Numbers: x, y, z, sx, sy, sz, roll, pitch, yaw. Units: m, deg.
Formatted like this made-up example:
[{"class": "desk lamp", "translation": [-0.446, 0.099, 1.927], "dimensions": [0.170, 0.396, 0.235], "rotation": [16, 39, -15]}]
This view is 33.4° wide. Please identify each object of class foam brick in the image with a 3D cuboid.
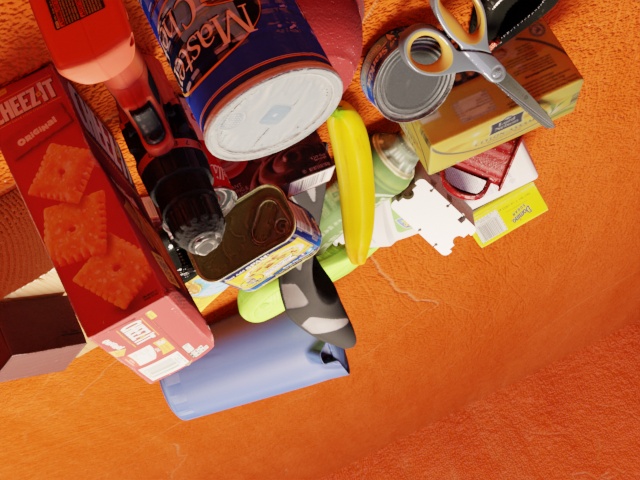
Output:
[{"class": "foam brick", "translation": [-0.253, 0.086, 0.927], "dimensions": [0.078, 0.053, 0.051], "rotation": [-5, 150, -46]}]

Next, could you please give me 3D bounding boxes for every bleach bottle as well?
[{"class": "bleach bottle", "translation": [0.119, -0.065, 1.244], "dimensions": [0.251, 0.102, 0.068], "rotation": [-25, -159, 14]}]

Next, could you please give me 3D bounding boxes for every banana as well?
[{"class": "banana", "translation": [0.029, -0.068, 1.085], "dimensions": [0.069, 0.037, 0.198], "rotation": [-57, 145, -43]}]

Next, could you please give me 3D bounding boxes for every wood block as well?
[{"class": "wood block", "translation": [-0.257, 0.037, 1.015], "dimensions": [0.091, 0.090, 0.206], "rotation": [-29, 159, 3]}]

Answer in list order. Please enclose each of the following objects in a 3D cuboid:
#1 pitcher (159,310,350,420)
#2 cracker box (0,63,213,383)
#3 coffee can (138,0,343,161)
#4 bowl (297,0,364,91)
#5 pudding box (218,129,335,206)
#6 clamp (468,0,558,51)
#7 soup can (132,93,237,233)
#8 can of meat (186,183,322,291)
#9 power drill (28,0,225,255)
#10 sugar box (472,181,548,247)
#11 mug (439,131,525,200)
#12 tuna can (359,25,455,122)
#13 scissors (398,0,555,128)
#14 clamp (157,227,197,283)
[{"class": "pitcher", "translation": [-0.090, 0.150, 1.435], "dimensions": [0.243, 0.145, 0.149], "rotation": [-19, 156, 5]}, {"class": "cracker box", "translation": [-0.168, -0.009, 0.834], "dimensions": [0.072, 0.214, 0.164], "rotation": [-28, 160, -2]}, {"class": "coffee can", "translation": [-0.060, -0.142, 0.749], "dimensions": [0.102, 0.140, 0.103], "rotation": [-23, 159, -10]}, {"class": "bowl", "translation": [-0.024, -0.147, 0.905], "dimensions": [0.162, 0.055, 0.162], "rotation": [-24, 160, -9]}, {"class": "pudding box", "translation": [-0.056, -0.079, 0.980], "dimensions": [0.113, 0.090, 0.039], "rotation": [-21, 160, -17]}, {"class": "clamp", "translation": [0.196, -0.246, 0.959], "dimensions": [0.164, 0.036, 0.210], "rotation": [-7, 152, -44]}, {"class": "soup can", "translation": [-0.122, -0.066, 0.912], "dimensions": [0.068, 0.102, 0.068], "rotation": [-23, 159, -10]}, {"class": "can of meat", "translation": [-0.056, 0.001, 0.956], "dimensions": [0.102, 0.057, 0.083], "rotation": [-31, 161, 12]}, {"class": "power drill", "translation": [-0.130, -0.096, 0.742], "dimensions": [0.057, 0.184, 0.187], "rotation": [-26, 150, -2]}, {"class": "sugar box", "translation": [0.217, -0.051, 1.321], "dimensions": [0.093, 0.048, 0.176], "rotation": [-30, -170, 8]}, {"class": "mug", "translation": [0.166, -0.099, 1.137], "dimensions": [0.093, 0.081, 0.117], "rotation": [73, 40, -79]}, {"class": "tuna can", "translation": [0.080, -0.155, 0.993], "dimensions": [0.086, 0.034, 0.086], "rotation": [-15, 128, -19]}, {"class": "scissors", "translation": [0.142, -0.150, 0.984], "dimensions": [0.096, 0.016, 0.201], "rotation": [-38, 123, -2]}, {"class": "clamp", "translation": [-0.149, 0.020, 1.086], "dimensions": [0.120, 0.039, 0.172], "rotation": [-3, 153, -44]}]
